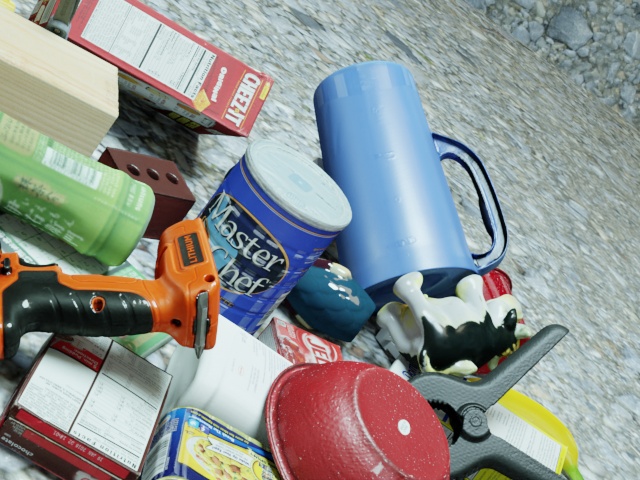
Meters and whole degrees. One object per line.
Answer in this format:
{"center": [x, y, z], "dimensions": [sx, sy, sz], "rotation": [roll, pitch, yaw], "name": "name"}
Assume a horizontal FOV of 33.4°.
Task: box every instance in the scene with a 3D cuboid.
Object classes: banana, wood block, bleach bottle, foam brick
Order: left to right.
{"center": [-0.277, -0.136, 0.869], "dimensions": [0.205, 0.091, 0.090], "rotation": [26, 28, -27], "name": "wood block"}
{"center": [-0.157, -0.039, 0.922], "dimensions": [0.078, 0.051, 0.053], "rotation": [10, 38, -49], "name": "foam brick"}
{"center": [0.000, 0.156, 0.798], "dimensions": [0.250, 0.068, 0.102], "rotation": [35, 27, -17], "name": "bleach bottle"}
{"center": [0.193, 0.178, 1.069], "dimensions": [0.197, 0.037, 0.069], "rotation": [32, 23, -18], "name": "banana"}

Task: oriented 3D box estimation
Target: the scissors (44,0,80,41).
{"center": [-0.244, -0.183, 0.914], "dimensions": [0.096, 0.202, 0.016], "rotation": [14, 57, -5], "name": "scissors"}

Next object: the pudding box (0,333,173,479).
{"center": [-0.150, 0.107, 0.693], "dimensions": [0.090, 0.039, 0.113], "rotation": [34, 26, -11], "name": "pudding box"}

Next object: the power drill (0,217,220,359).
{"center": [-0.167, 0.024, 0.710], "dimensions": [0.187, 0.057, 0.184], "rotation": [-3, 32, -14], "name": "power drill"}

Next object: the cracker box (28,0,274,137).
{"center": [-0.171, -0.180, 1.043], "dimensions": [0.213, 0.072, 0.164], "rotation": [28, -4, -24], "name": "cracker box"}

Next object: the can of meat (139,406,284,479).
{"center": [-0.069, 0.164, 0.689], "dimensions": [0.102, 0.057, 0.084], "rotation": [33, 22, -15], "name": "can of meat"}

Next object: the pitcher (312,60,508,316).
{"center": [0.077, -0.055, 1.073], "dimensions": [0.148, 0.145, 0.243], "rotation": [7, 63, -42], "name": "pitcher"}

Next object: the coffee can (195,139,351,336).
{"center": [-0.056, 0.001, 0.888], "dimensions": [0.102, 0.140, 0.103], "rotation": [32, 25, -17], "name": "coffee can"}

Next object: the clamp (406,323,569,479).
{"center": [0.130, 0.146, 0.900], "dimensions": [0.210, 0.036, 0.164], "rotation": [4, 67, -6], "name": "clamp"}

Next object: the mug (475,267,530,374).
{"center": [0.175, 0.095, 1.144], "dimensions": [0.117, 0.093, 0.081], "rotation": [68, 4, -45], "name": "mug"}

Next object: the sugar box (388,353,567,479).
{"center": [0.132, 0.170, 0.961], "dimensions": [0.176, 0.048, 0.093], "rotation": [32, 25, 9], "name": "sugar box"}

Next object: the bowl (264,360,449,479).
{"center": [0.039, 0.142, 0.748], "dimensions": [0.162, 0.055, 0.162], "rotation": [33, 32, -25], "name": "bowl"}

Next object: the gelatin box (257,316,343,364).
{"center": [-0.012, 0.112, 0.895], "dimensions": [0.073, 0.030, 0.089], "rotation": [27, 27, -26], "name": "gelatin box"}
